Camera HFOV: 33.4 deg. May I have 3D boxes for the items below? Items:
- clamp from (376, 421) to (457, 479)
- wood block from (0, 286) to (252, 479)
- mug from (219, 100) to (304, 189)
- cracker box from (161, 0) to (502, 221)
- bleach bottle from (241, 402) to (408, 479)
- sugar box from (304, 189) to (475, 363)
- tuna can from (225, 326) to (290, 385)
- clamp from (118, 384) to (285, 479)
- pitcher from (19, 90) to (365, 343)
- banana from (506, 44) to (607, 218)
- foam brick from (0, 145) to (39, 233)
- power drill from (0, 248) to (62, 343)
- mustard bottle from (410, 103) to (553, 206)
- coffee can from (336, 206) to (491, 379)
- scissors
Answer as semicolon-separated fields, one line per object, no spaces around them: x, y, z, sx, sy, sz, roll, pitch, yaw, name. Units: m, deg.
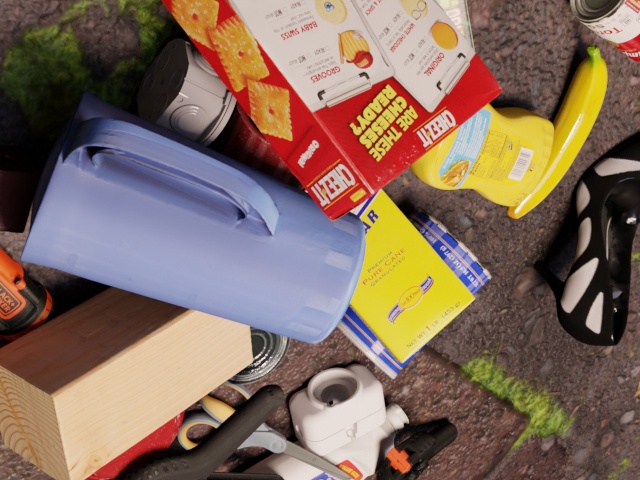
0.108;0.242;1.203;0.120;0.039;0.171;-49;165;-9;clamp
-0.160;0.099;0.885;0.205;0.090;0.091;-32;131;-41;wood block
-0.030;-0.076;0.881;0.093;0.117;0.082;-19;157;-31;mug
0.008;-0.146;0.789;0.164;0.072;0.213;-38;92;-33;cracker box
-0.014;0.252;1.149;0.250;0.068;0.102;-33;132;-14;bleach bottle
0.049;0.016;0.978;0.093;0.048;0.176;-42;92;-4;sugar box
-0.072;0.096;1.027;0.086;0.034;0.086;-17;126;-24;tuna can
-0.119;0.218;1.004;0.209;0.036;0.165;-15;134;-24;clamp
-0.090;-0.012;0.798;0.242;0.149;0.145;20;109;-13;pitcher
0.248;-0.112;1.099;0.069;0.037;0.198;-5;124;-43;banana
-0.261;-0.042;0.801;0.078;0.053;0.051;4;116;-36;foam brick
-0.303;0.090;0.859;0.187;0.057;0.184;-39;132;-9;power drill
0.136;-0.094;1.026;0.191;0.058;0.096;10;111;-38;mustard bottle
0.084;0.052;1.055;0.140;0.103;0.102;-46;133;-1;coffee can
-0.064;0.213;1.084;0.096;0.016;0.201;-39;115;7;scissors
